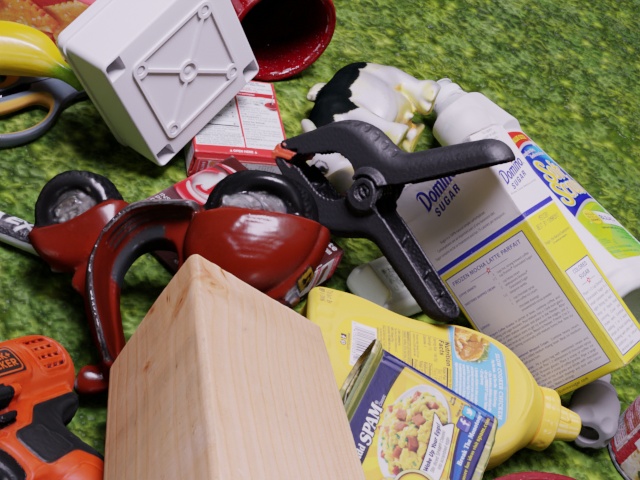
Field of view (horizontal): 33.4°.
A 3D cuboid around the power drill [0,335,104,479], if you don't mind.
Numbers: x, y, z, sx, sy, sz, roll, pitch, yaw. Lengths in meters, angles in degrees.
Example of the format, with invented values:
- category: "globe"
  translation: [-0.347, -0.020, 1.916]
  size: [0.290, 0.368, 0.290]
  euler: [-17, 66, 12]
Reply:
- category: "power drill"
  translation: [-0.140, 0.125, 0.510]
  size: [0.188, 0.057, 0.184]
  euler: [44, 21, 13]

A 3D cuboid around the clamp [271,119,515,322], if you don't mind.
- category: "clamp"
  translation: [0.045, -0.039, 0.697]
  size: [0.172, 0.120, 0.039]
  euler: [35, 15, 25]

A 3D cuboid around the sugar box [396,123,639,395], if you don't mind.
- category: "sugar box"
  translation: [0.130, 0.018, 0.714]
  size: [0.048, 0.094, 0.176]
  euler: [-25, 81, -44]

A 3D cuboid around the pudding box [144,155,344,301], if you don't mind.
- category: "pudding box"
  translation: [-0.055, 0.001, 0.719]
  size: [0.113, 0.039, 0.089]
  euler: [42, 45, 15]

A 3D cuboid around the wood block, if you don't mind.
- category: "wood block"
  translation: [-0.044, 0.104, 0.505]
  size: [0.090, 0.090, 0.206]
  euler: [31, 16, -21]

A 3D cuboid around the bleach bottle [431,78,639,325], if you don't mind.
- category: "bleach bottle"
  translation: [0.159, -0.037, 0.830]
  size: [0.102, 0.068, 0.251]
  euler: [0, 45, -49]

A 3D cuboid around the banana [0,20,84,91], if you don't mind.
- category: "banana"
  translation: [-0.261, -0.112, 0.715]
  size: [0.197, 0.037, 0.070]
  euler: [-17, 51, -21]

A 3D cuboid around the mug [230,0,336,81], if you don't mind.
- category: "mug"
  translation: [-0.056, -0.186, 0.872]
  size: [0.117, 0.093, 0.081]
  euler: [-30, 54, -1]

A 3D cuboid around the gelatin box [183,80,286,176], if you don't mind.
- category: "gelatin box"
  translation: [-0.067, -0.085, 0.802]
  size: [0.073, 0.030, 0.089]
  euler: [3, 47, -20]

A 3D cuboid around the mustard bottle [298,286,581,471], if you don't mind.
- category: "mustard bottle"
  translation: [0.075, 0.096, 0.674]
  size: [0.191, 0.058, 0.096]
  euler: [16, 46, -10]

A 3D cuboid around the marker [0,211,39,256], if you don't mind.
- category: "marker"
  translation: [-0.186, -0.002, 0.676]
  size: [0.121, 0.020, 0.020]
  euler: [22, 44, -4]

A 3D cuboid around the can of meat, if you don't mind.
- category: "can of meat"
  translation: [0.041, 0.118, 0.579]
  size: [0.084, 0.058, 0.102]
  euler: [30, 56, 0]

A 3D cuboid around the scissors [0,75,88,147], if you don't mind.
- category: "scissors"
  translation: [-0.192, -0.126, 0.794]
  size: [0.096, 0.016, 0.201]
  euler: [37, 45, 12]
